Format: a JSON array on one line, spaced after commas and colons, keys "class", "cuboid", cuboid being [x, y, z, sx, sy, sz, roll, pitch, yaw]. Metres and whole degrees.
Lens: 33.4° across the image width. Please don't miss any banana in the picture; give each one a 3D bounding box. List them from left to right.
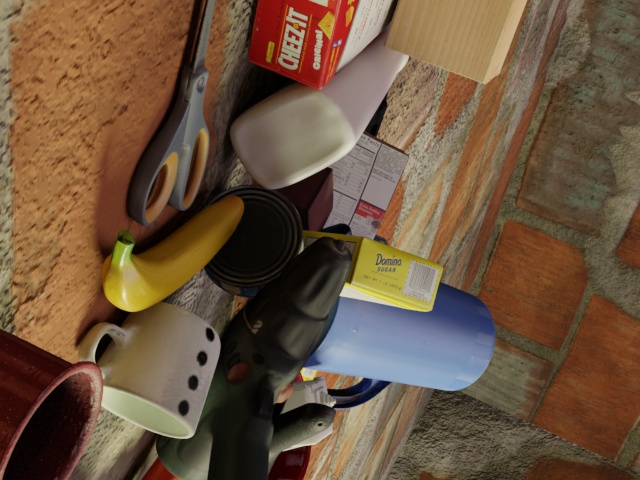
[{"class": "banana", "cuboid": [-0.105, 0.011, 0.749, 0.070, 0.037, 0.197, -47, 176, 18]}]

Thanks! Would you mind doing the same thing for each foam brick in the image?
[{"class": "foam brick", "cuboid": [-0.022, -0.037, 0.987, 0.053, 0.051, 0.078, -61, 166, -25]}]

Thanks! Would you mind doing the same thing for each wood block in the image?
[{"class": "wood block", "cuboid": [0.132, -0.241, 0.847, 0.090, 0.091, 0.206, -41, 151, -67]}]

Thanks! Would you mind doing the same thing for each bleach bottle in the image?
[{"class": "bleach bottle", "cuboid": [0.014, -0.133, 0.911, 0.103, 0.068, 0.250, -23, -163, 27]}]

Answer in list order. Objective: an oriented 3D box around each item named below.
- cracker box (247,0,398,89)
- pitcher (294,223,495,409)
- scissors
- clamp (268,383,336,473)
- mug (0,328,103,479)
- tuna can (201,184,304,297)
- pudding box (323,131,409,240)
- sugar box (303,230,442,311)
[{"class": "cracker box", "cuboid": [0.030, -0.235, 0.808, 0.213, 0.072, 0.164, -52, 161, -49]}, {"class": "pitcher", "cuboid": [0.057, 0.091, 1.087, 0.149, 0.242, 0.145, -30, -126, 42]}, {"class": "scissors", "cuboid": [-0.093, -0.090, 0.695, 0.096, 0.016, 0.202, -53, 162, -44]}, {"class": "clamp", "cuboid": [-0.048, 0.164, 0.889, 0.210, 0.036, 0.164, -60, -162, 17]}, {"class": "mug", "cuboid": [-0.171, 0.094, 0.558, 0.093, 0.081, 0.117, -60, 165, -25]}, {"class": "tuna can", "cuboid": [-0.056, 0.001, 0.845, 0.086, 0.086, 0.034, -62, 168, -17]}, {"class": "pudding box", "cuboid": [0.028, -0.055, 1.076, 0.039, 0.089, 0.113, 20, -93, 59]}, {"class": "sugar box", "cuboid": [0.009, 0.020, 0.902, 0.093, 0.177, 0.048, 21, 84, -37]}]
